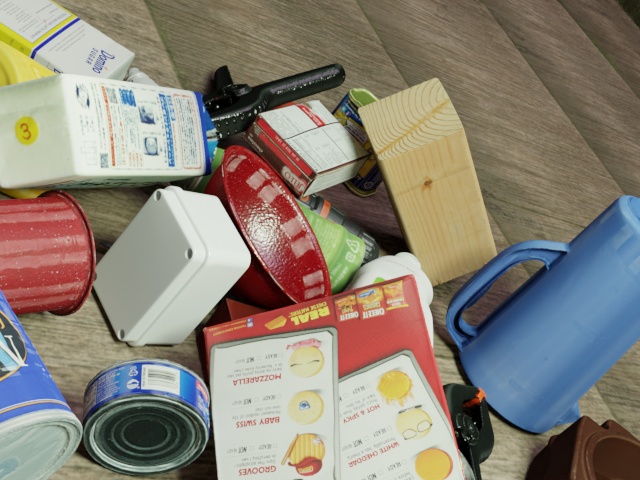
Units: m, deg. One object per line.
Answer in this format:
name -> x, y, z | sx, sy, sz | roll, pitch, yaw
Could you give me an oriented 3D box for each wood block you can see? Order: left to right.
wood block -> 0.118, -0.056, 1.136 | 0.206, 0.091, 0.090 | 66, 4, -46

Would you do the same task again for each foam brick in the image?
foam brick -> -0.054, 0.091, 0.874 | 0.078, 0.051, 0.053 | 20, 36, -33

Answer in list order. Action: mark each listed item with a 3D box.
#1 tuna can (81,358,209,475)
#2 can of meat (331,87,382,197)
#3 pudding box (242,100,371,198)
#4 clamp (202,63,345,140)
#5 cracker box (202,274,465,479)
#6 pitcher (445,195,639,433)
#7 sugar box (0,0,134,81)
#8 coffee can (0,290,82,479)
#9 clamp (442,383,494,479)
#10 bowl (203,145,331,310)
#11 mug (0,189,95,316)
tuna can -> -0.117, 0.120, 0.720 | 0.086, 0.086, 0.034 | 26, 34, -26
can of meat -> 0.049, -0.117, 1.256 | 0.102, 0.084, 0.057 | 48, 30, 14
pudding box -> -0.012, -0.095, 1.087 | 0.090, 0.039, 0.113 | 48, 35, 13
clamp -> -0.076, -0.147, 1.125 | 0.209, 0.165, 0.036 | -52, 136, -56
cracker box -> 0.012, 0.143, 0.739 | 0.072, 0.164, 0.214 | 68, 9, -52
pitcher -> 0.254, 0.066, 1.078 | 0.149, 0.243, 0.145 | 12, 38, -43
sugar box -> -0.272, -0.191, 0.996 | 0.176, 0.048, 0.093 | 35, 35, -3
coffee can -> -0.220, 0.081, 0.634 | 0.102, 0.103, 0.140 | -4, 51, -52
clamp -> 0.117, 0.173, 0.970 | 0.120, 0.039, 0.171 | 55, 22, -14
bowl -> -0.056, 0.001, 0.911 | 0.162, 0.055, 0.162 | 52, 20, -27
mug -> -0.227, 0.009, 0.757 | 0.117, 0.093, 0.081 | 22, 19, 39
